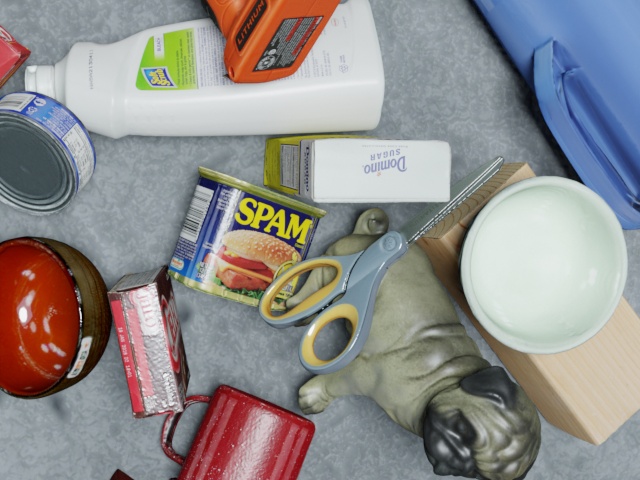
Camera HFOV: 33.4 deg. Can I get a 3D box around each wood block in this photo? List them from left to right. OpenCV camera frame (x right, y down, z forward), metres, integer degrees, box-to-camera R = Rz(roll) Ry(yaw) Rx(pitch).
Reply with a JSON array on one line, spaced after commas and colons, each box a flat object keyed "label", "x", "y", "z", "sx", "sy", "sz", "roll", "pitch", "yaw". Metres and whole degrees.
[{"label": "wood block", "x": 0.171, "y": 0.048, "z": 0.838, "sx": 0.090, "sy": 0.090, "sz": 0.206, "roll": -40, "pitch": 100, "yaw": -9}]

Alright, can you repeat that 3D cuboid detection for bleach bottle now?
[{"label": "bleach bottle", "x": -0.085, "y": -0.123, "z": 0.776, "sx": 0.250, "sy": 0.068, "sz": 0.102, "roll": -3, "pitch": 55, "yaw": -7}]

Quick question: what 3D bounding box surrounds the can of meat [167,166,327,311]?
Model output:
[{"label": "can of meat", "x": -0.055, "y": 0.001, "z": 0.786, "sx": 0.101, "sy": 0.058, "sz": 0.084, "roll": 19, "pitch": 91, "yaw": -40}]

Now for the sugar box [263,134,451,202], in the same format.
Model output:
[{"label": "sugar box", "x": 0.020, "y": -0.052, "z": 0.752, "sx": 0.093, "sy": 0.176, "sz": 0.048, "roll": -1, "pitch": 93, "yaw": -13}]

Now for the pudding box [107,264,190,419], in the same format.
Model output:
[{"label": "pudding box", "x": -0.120, "y": 0.069, "z": 0.758, "sx": 0.039, "sy": 0.113, "sz": 0.090, "roll": -10, "pitch": 96, "yaw": -5}]

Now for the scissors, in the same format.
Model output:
[{"label": "scissors", "x": 0.049, "y": 0.023, "z": 0.733, "sx": 0.202, "sy": 0.016, "sz": 0.096, "roll": -26, "pitch": 58, "yaw": 16}]

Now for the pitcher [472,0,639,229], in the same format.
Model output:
[{"label": "pitcher", "x": 0.216, "y": -0.132, "z": 0.816, "sx": 0.145, "sy": 0.149, "sz": 0.243, "roll": -38, "pitch": 98, "yaw": 5}]

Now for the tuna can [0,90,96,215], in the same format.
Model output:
[{"label": "tuna can", "x": -0.202, "y": -0.061, "z": 0.747, "sx": 0.086, "sy": 0.086, "sz": 0.033, "roll": 42, "pitch": 41, "yaw": -12}]

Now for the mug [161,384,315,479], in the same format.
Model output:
[{"label": "mug", "x": -0.065, "y": 0.155, "z": 0.797, "sx": 0.117, "sy": 0.093, "sz": 0.081, "roll": 20, "pitch": 82, "yaw": 23}]

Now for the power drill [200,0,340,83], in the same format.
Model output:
[{"label": "power drill", "x": -0.056, "y": -0.213, "z": 0.703, "sx": 0.057, "sy": 0.185, "sz": 0.188, "roll": -14, "pitch": 63, "yaw": -37}]
